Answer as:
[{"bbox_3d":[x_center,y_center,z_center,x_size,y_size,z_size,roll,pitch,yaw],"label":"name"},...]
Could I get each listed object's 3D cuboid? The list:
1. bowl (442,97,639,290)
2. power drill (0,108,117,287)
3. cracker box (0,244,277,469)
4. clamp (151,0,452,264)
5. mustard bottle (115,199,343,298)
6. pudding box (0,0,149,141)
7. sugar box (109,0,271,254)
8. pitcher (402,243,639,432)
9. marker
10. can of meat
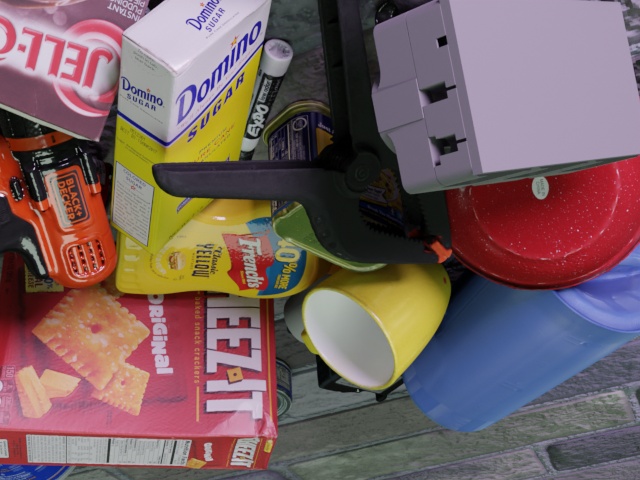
[{"bbox_3d":[0.143,-0.038,0.689,0.162,0.055,0.162,2,103,9],"label":"bowl"},{"bbox_3d":[-0.227,-0.033,0.641,0.187,0.057,0.184,-20,115,-18],"label":"power drill"},{"bbox_3d":[-0.143,0.087,0.826,0.213,0.164,0.072,3,147,-10],"label":"cracker box"},{"bbox_3d":[0.007,-0.041,0.651,0.164,0.036,0.209,-45,126,-7],"label":"clamp"},{"bbox_3d":[-0.055,0.001,0.802,0.191,0.058,0.096,4,129,-12],"label":"mustard bottle"},{"bbox_3d":[-0.163,-0.116,0.596,0.113,0.090,0.039,21,175,-29],"label":"pudding box"},{"bbox_3d":[-0.082,-0.077,0.657,0.048,0.093,0.176,36,145,9],"label":"sugar box"},{"bbox_3d":[0.152,0.059,0.859,0.144,0.149,0.243,-24,162,-35],"label":"pitcher"},{"bbox_3d":[-0.043,-0.086,0.714,0.020,0.020,0.121,7,144,-16],"label":"marker"},{"bbox_3d":[0.011,-0.035,0.736,0.102,0.084,0.058,24,137,-34],"label":"can of meat"}]
